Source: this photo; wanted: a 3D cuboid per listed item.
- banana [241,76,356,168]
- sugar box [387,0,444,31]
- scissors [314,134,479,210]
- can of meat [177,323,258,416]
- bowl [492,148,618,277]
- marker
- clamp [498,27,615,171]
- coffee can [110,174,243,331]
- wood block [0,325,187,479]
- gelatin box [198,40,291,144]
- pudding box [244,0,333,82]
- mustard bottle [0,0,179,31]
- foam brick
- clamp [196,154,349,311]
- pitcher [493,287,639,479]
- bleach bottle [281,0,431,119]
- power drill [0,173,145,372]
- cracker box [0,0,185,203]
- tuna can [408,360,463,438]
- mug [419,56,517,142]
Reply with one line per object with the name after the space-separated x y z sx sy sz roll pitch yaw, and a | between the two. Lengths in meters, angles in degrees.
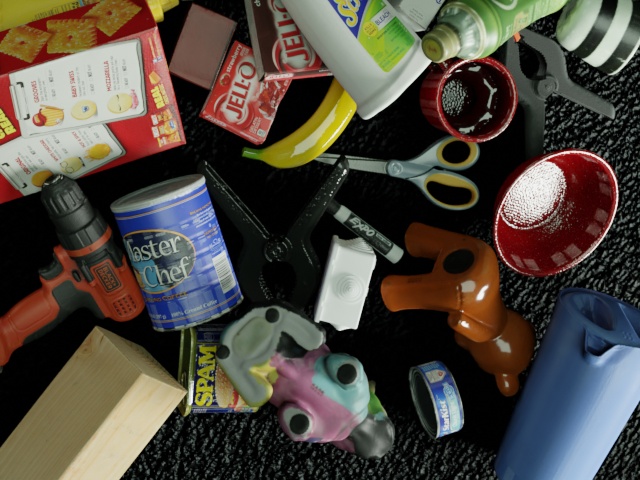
0.002 -0.146 1.171 0.069 0.037 0.198 42 89 -16 | banana
0.132 -0.307 1.143 0.048 0.093 0.176 35 90 -13 | sugar box
0.098 -0.097 1.211 0.201 0.016 0.096 23 92 -15 | scissors
-0.111 0.142 1.183 0.083 0.057 0.102 2 99 -19 | can of meat
0.257 -0.040 1.221 0.162 0.055 0.162 -10 121 -18 | bowl
0.043 -0.016 1.211 0.121 0.020 0.020 37 90 -16 | marker
0.249 -0.167 1.222 0.120 0.039 0.171 -45 106 -5 | clamp
-0.151 0.012 1.130 0.102 0.103 0.140 -19 103 -9 | coffee can
-0.252 0.206 1.131 0.206 0.091 0.090 -52 146 0 | wood block
-0.079 -0.158 1.145 0.073 0.030 0.089 26 80 -12 | gelatin box
-0.030 -0.228 1.132 0.090 0.039 0.113 -9 83 -18 | pudding box
-0.239 -0.224 1.094 0.191 0.058 0.096 -19 104 -8 | mustard bottle
-0.128 -0.204 1.125 0.051 0.053 0.078 20 93 -15 | foam brick
-0.058 0.001 1.175 0.164 0.036 0.210 5 108 2 | clamp
0.296 0.183 1.232 0.149 0.145 0.243 10 114 -24 | pitcher
0.001 -0.249 1.085 0.251 0.068 0.102 48 55 -9 | bleach bottle
-0.296 0.040 1.108 0.187 0.057 0.184 -27 121 -4 | power drill
-0.255 -0.140 1.059 0.213 0.072 0.164 -19 144 -9 | cracker box
0.133 0.182 1.230 0.033 0.086 0.086 -15 102 -11 | tuna can
0.151 -0.166 1.177 0.093 0.081 0.117 -43 105 -3 | mug
